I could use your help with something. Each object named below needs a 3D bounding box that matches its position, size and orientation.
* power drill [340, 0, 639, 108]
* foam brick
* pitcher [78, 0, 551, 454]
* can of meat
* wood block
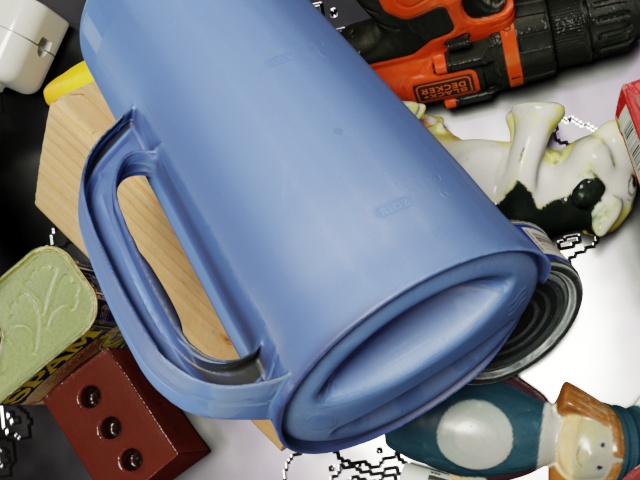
[{"bbox_3d":[0.075,-0.139,0.549,0.184,0.187,0.057,-13,59,11],"label":"power drill"},{"bbox_3d":[-0.114,0.109,0.627,0.053,0.051,0.078,-39,76,6],"label":"foam brick"},{"bbox_3d":[-0.025,-0.032,0.485,0.145,0.149,0.243,-41,61,10],"label":"pitcher"},{"bbox_3d":[-0.162,0.054,0.629,0.102,0.084,0.057,-40,76,5],"label":"can of meat"},{"bbox_3d":[-0.054,0.000,0.592,0.206,0.090,0.090,43,50,15],"label":"wood block"}]
